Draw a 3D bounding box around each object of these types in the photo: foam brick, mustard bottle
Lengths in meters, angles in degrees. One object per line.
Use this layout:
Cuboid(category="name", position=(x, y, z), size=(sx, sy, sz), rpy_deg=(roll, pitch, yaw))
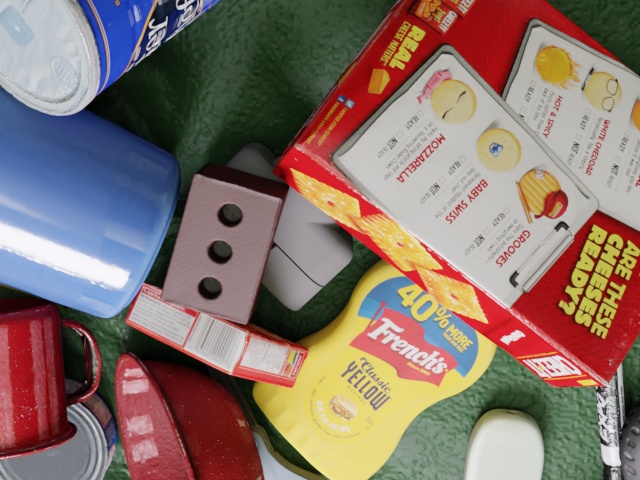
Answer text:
Cuboid(category="foam brick", position=(-0.054, 0.001, 0.612), size=(0.053, 0.051, 0.078), rpy_deg=(16, 103, 0))
Cuboid(category="mustard bottle", position=(0.054, 0.062, 0.674), size=(0.192, 0.058, 0.096), rpy_deg=(-44, 92, 11))

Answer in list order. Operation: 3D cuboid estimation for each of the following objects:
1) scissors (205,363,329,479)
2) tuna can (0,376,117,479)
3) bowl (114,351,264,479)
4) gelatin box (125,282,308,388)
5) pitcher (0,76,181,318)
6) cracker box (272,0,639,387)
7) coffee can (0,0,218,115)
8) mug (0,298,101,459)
Cuboid(category="scissors", position=(-0.025, 0.139, 0.712), size=(0.096, 0.016, 0.202), rpy_deg=(-6, 102, 16))
Cuboid(category="tuna can", position=(-0.181, 0.135, 0.715), size=(0.086, 0.033, 0.086), rpy_deg=(1, 103, 3))
Cuboid(category="bowl", position=(-0.077, 0.141, 0.668), size=(0.055, 0.162, 0.162), rpy_deg=(-15, 103, -23))
Cuboid(category="gelatin box", position=(-0.063, 0.057, 0.649), size=(0.089, 0.073, 0.030), rpy_deg=(21, 87, 31))
Cuboid(category="pitcher", position=(-0.207, -0.056, 0.618), size=(0.242, 0.145, 0.149), rpy_deg=(24, 99, -17))
Cuboid(category="cracker box", position=(0.106, -0.042, 0.612), size=(0.213, 0.072, 0.164), rpy_deg=(37, 74, -6))
Cuboid(category="coffee can", position=(-0.116, -0.147, 0.577), size=(0.103, 0.140, 0.103), rpy_deg=(25, 141, 23))
Cuboid(category="mug", position=(-0.186, 0.079, 0.645), size=(0.117, 0.093, 0.081), rpy_deg=(-7, 96, -38))
